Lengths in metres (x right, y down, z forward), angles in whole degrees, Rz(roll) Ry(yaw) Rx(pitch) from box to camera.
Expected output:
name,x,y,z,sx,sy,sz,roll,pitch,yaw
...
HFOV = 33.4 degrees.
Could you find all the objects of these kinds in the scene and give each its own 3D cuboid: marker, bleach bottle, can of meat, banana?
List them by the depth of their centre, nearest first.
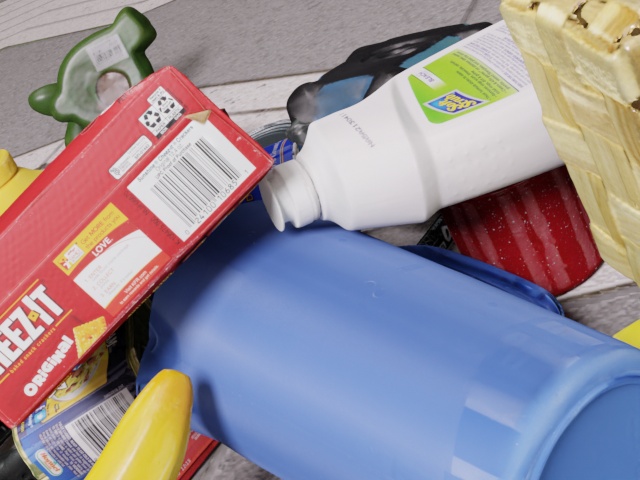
name,x,y,z,sx,sy,sz,roll,pitch,yaw
banana,-0.125,0.136,0.459,0.197,0.069,0.037,-33,1,-8
bleach bottle,0.086,-0.068,0.527,0.250,0.068,0.103,-23,33,-12
can of meat,-0.123,0.085,0.600,0.084,0.057,0.102,-32,26,4
marker,0.082,-0.010,0.677,0.020,0.020,0.121,0,39,43

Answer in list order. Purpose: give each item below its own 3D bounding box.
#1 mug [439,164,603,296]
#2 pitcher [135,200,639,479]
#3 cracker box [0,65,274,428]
name,x,y,z,sx,sy,sz,roll,pitch,yaw
mug,0.121,-0.021,0.591,0.117,0.081,0.093,-12,32,30
pitcher,0.042,0.063,0.488,0.243,0.144,0.149,19,81,51
cracker box,-0.115,-0.012,0.552,0.164,0.072,0.214,-46,13,-1
